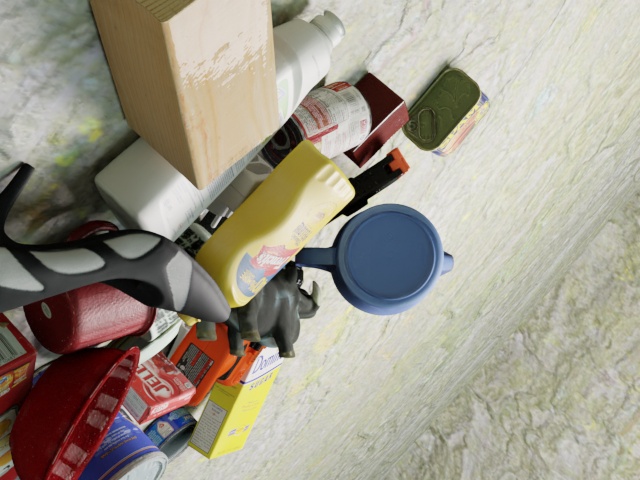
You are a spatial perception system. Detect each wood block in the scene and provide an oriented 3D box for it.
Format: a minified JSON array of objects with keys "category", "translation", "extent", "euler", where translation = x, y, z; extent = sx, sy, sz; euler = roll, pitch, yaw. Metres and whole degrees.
[{"category":"wood block","translation":[-0.093,-0.138,0.754],"extent":[0.090,0.091,0.206],"euler":[-41,160,-18]}]

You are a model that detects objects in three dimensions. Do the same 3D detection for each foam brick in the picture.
[{"category":"foam brick","translation":[0.047,-0.127,1.123],"extent":[0.078,0.053,0.051],"euler":[-45,161,-1]}]

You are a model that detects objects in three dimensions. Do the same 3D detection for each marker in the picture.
[{"category":"marker","translation":[-0.173,0.138,1.241],"extent":[0.020,0.020,0.121],"euler":[-23,150,-48]}]

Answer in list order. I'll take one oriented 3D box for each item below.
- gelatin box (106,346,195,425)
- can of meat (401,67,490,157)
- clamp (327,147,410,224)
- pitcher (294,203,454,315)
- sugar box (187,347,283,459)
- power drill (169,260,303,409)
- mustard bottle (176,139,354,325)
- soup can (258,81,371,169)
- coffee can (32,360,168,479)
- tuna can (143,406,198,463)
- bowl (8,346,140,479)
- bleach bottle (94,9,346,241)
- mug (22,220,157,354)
[{"category":"gelatin box","translation":[-0.186,0.144,1.119],"extent":[0.073,0.089,0.030],"euler":[-15,144,-56]},{"category":"can of meat","translation":[0.154,-0.151,1.291],"extent":[0.102,0.057,0.083],"euler":[-49,163,11]},{"category":"clamp","translation":[0.036,-0.050,1.195],"extent":[0.164,0.036,0.210],"euler":[-31,177,-46]},{"category":"pitcher","translation":[0.063,0.021,1.188],"extent":[0.149,0.145,0.243],"euler":[-42,177,0]},{"category":"sugar box","translation":[-0.103,0.196,1.402],"extent":[0.176,0.048,0.093],"euler":[-63,159,11]},{"category":"power drill","translation":[-0.098,0.110,1.248],"extent":[0.184,0.057,0.187],"euler":[-58,167,17]},{"category":"mustard bottle","translation":[-0.056,0.001,0.950],"extent":[0.191,0.058,0.096],"euler":[-45,159,-1]},{"category":"soup can","translation":[-0.007,-0.109,1.023],"extent":[0.102,0.068,0.069],"euler":[-28,154,-42]},{"category":"coffee can","translation":[-0.234,0.199,1.052],"extent":[0.102,0.140,0.103],"euler":[-40,160,-18]},{"category":"tuna can","translation":[-0.200,0.258,1.400],"extent":[0.086,0.034,0.086],"euler":[-40,159,-18]},{"category":"bowl","translation":[-0.220,0.151,0.923],"extent":[0.162,0.055,0.162],"euler":[-62,176,-8]},{"category":"bleach bottle","translation":[-0.074,-0.102,0.910],"extent":[0.250,0.068,0.102],"euler":[-44,161,-13]},{"category":"mug","translation":[-0.197,0.038,0.902],"extent":[0.081,0.093,0.117],"euler":[-18,130,-45]}]
